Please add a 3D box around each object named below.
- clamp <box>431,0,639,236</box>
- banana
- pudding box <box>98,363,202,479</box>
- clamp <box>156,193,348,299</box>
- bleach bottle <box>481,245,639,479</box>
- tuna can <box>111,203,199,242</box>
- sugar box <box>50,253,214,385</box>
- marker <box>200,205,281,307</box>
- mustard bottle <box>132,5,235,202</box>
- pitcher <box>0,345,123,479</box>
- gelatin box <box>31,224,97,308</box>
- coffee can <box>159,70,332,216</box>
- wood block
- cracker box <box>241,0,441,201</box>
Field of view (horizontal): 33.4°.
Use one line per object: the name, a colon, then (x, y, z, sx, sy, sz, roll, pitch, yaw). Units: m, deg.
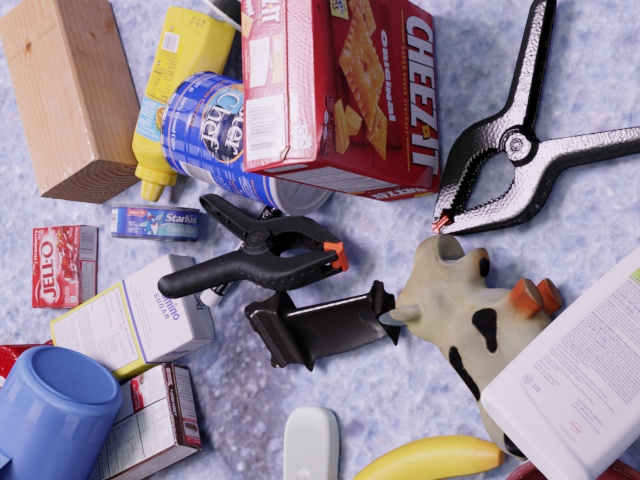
clamp: (0.163, -0.086, 0.865, 0.210, 0.036, 0.165, -40, 66, 25)
banana: (0.068, 0.212, 0.904, 0.198, 0.037, 0.070, -45, 71, 22)
pudding box: (-0.174, 0.183, 1.057, 0.114, 0.039, 0.090, -31, 59, 30)
clamp: (-0.056, 0.001, 0.968, 0.171, 0.039, 0.120, -1, 54, 14)
bleach bottle: (0.235, 0.061, 0.745, 0.250, 0.068, 0.103, -40, 73, -6)
tuna can: (-0.162, -0.017, 1.046, 0.086, 0.086, 0.034, 3, 89, 34)
sugar box: (-0.193, 0.091, 1.082, 0.176, 0.048, 0.093, -26, 72, 25)
marker: (-0.076, 0.014, 1.025, 0.020, 0.020, 0.121, 47, 111, 27)
mustard bottle: (-0.143, -0.131, 1.057, 0.096, 0.058, 0.192, 27, 102, 52)
pitcher: (-0.292, 0.228, 1.028, 0.243, 0.144, 0.149, -61, 27, 17)
gelatin box: (-0.277, 0.029, 1.151, 0.073, 0.030, 0.089, -3, 84, 33)
coffee can: (-0.061, -0.090, 0.975, 0.140, 0.102, 0.103, 21, 97, 33)
wood block: (-0.257, -0.152, 1.118, 0.091, 0.090, 0.206, -27, 72, 30)
cracker box: (0.023, -0.125, 0.856, 0.072, 0.213, 0.164, -5, 83, 31)
